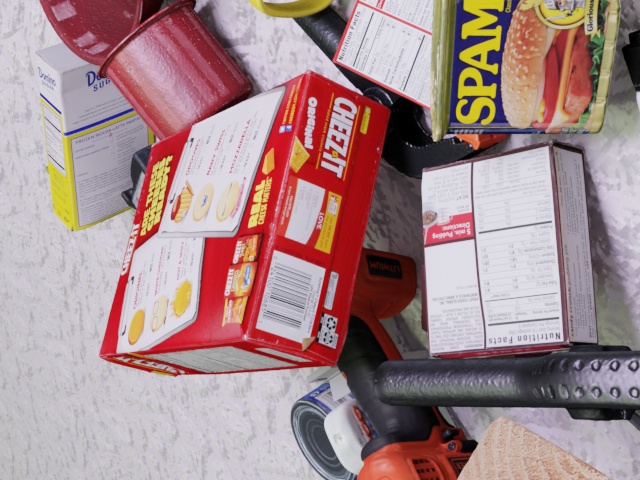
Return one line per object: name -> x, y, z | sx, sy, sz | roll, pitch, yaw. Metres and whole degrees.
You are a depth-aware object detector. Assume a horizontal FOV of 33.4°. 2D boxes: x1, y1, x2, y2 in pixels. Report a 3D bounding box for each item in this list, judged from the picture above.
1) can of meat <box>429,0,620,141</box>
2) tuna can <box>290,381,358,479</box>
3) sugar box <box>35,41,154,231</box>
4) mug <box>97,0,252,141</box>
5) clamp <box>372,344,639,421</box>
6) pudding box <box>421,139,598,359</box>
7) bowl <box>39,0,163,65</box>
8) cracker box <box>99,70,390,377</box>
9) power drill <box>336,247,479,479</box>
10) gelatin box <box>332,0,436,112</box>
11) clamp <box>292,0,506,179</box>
can of meat -> 0.098, -0.100, 0.526 | 0.057, 0.084, 0.102 | -87, -4, -54
tuna can -> 0.013, 0.164, 0.901 | 0.086, 0.033, 0.086 | 34, 139, 37
sugar box -> -0.196, -0.098, 0.945 | 0.048, 0.093, 0.176 | 38, 140, 34
mug -> -0.105, -0.121, 0.812 | 0.081, 0.093, 0.117 | 51, -178, -2
clamp -> 0.144, 0.071, 0.528 | 0.210, 0.164, 0.036 | 162, 111, -63
pudding box -> 0.103, 0.008, 0.594 | 0.090, 0.039, 0.113 | -10, 80, 40
bowl -> -0.167, -0.222, 0.836 | 0.162, 0.055, 0.162 | 25, 126, 39
cracker box -> -0.055, 0.001, 0.687 | 0.214, 0.072, 0.164 | -14, 60, 56
power drill -> 0.064, 0.097, 0.695 | 0.057, 0.184, 0.188 | -39, 61, 26
gelatin box -> 0.057, -0.119, 0.605 | 0.089, 0.030, 0.073 | 33, 110, 37
clamp -> 0.039, -0.093, 0.669 | 0.172, 0.039, 0.120 | 10, 121, 44
